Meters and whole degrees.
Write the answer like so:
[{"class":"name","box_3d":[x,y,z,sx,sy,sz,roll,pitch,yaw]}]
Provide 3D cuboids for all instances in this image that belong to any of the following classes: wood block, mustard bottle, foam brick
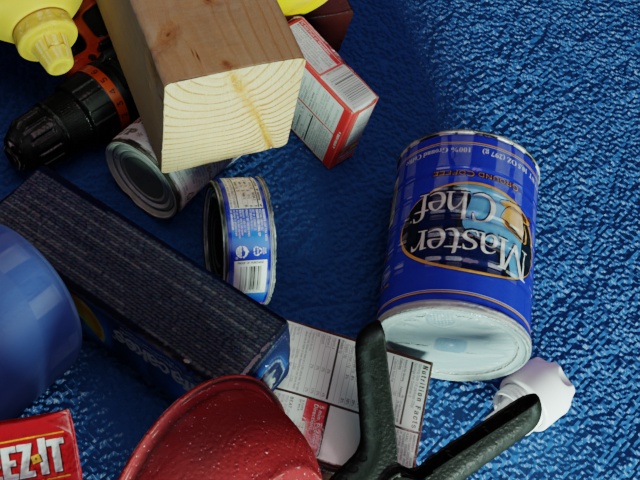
[{"class":"wood block","box_3d":[-0.092,-0.160,0.700,0.090,0.091,0.206,-15,62,-19]},{"class":"mustard bottle","box_3d":[-0.211,-0.192,0.717,0.096,0.058,0.192,-20,71,-25]},{"class":"foam brick","box_3d":[-0.015,-0.188,0.836,0.051,0.053,0.078,-13,66,-22]}]

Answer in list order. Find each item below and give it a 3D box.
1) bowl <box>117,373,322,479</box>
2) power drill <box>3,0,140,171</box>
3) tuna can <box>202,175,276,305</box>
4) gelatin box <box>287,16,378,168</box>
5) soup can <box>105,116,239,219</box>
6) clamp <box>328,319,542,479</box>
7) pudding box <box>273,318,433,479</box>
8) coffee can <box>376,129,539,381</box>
[{"class":"bowl","box_3d":[-0.044,0.157,0.571,0.055,0.162,0.162,14,51,33]},{"class":"power drill","box_3d":[-0.190,-0.152,0.769,0.184,0.057,0.188,-38,78,-29]},{"class":"tuna can","box_3d":[-0.055,0.001,0.701,0.033,0.086,0.086,-3,63,-15]},{"class":"gelatin box","box_3d":[-0.004,-0.108,0.783,0.030,0.073,0.089,-34,74,-29]},{"class":"soup can","box_3d":[-0.090,-0.071,0.741,0.068,0.069,0.102,40,59,8]},{"class":"clamp","box_3d":[0.058,0.143,0.635,0.120,0.039,0.171,17,94,-1]},{"class":"pudding box","box_3d":[0.010,0.108,0.687,0.113,0.039,0.090,19,59,-7]},{"class":"coffee can","box_3d":[0.094,0.011,0.725,0.102,0.103,0.140,14,59,-7]}]
